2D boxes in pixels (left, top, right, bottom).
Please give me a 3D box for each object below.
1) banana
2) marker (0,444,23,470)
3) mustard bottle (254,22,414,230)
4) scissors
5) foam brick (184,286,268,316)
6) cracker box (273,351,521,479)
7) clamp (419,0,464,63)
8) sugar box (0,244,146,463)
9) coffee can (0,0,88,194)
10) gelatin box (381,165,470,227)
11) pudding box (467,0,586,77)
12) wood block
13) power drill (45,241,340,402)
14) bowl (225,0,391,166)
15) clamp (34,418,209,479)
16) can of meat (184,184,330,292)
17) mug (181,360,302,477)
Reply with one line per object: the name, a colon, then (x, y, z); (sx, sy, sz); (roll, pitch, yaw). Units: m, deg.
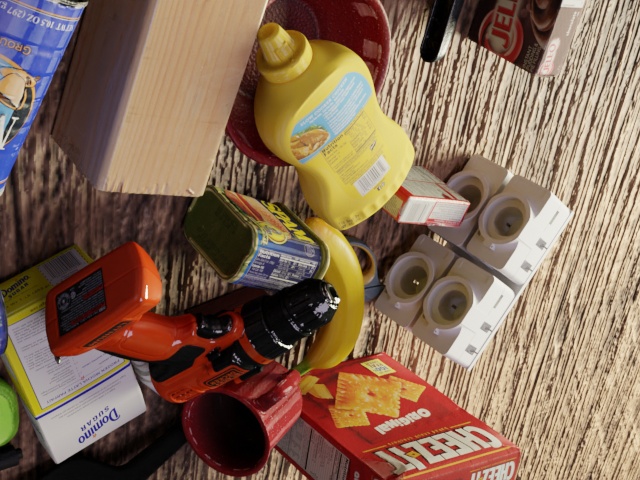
banana: (0.011, 0.057, 1.014); (0.069, 0.037, 0.198); (-16, 131, -27)
marker: (-0.307, 0.198, 0.889); (0.120, 0.020, 0.020); (-17, 130, -30)
mustard bottle: (0.001, -0.095, 0.812); (0.096, 0.058, 0.191); (-45, 139, -7)
scissors: (0.046, 0.065, 1.090); (0.096, 0.016, 0.201); (-43, 138, -3)
foam brick: (-0.077, 0.083, 0.972); (0.078, 0.051, 0.053); (-20, 131, -28)
cracker box: (0.063, 0.194, 1.051); (0.163, 0.214, 0.072); (-8, 115, -36)
clamp: (0.109, -0.245, 0.891); (0.120, 0.039, 0.171); (29, 93, -52)
sugar box: (-0.209, 0.096, 0.877); (0.093, 0.048, 0.176); (-29, 139, -23)
coffee can: (-0.221, -0.109, 0.666); (0.102, 0.103, 0.140); (14, 110, -45)
gelatin box: (0.085, -0.043, 0.996); (0.089, 0.073, 0.030); (3, 119, -43)
pudding box: (0.187, -0.212, 0.941); (0.039, 0.090, 0.114); (-5, 123, -40)
wood block: (-0.108, -0.143, 0.747); (0.090, 0.090, 0.206); (2, 119, -40)
power drill: (-0.101, 0.062, 0.822); (0.185, 0.057, 0.187); (-31, 145, 24)
bowl: (-0.023, -0.141, 0.844); (0.161, 0.055, 0.162); (-22, 132, -27)
clamp: (-0.185, 0.232, 0.972); (0.209, 0.164, 0.036); (9, 156, -25)
can of meat: (-0.056, 0.001, 0.891); (0.083, 0.102, 0.057); (15, 110, -43)
mug: (-0.062, 0.153, 0.989); (0.117, 0.093, 0.081); (-42, 178, 35)
